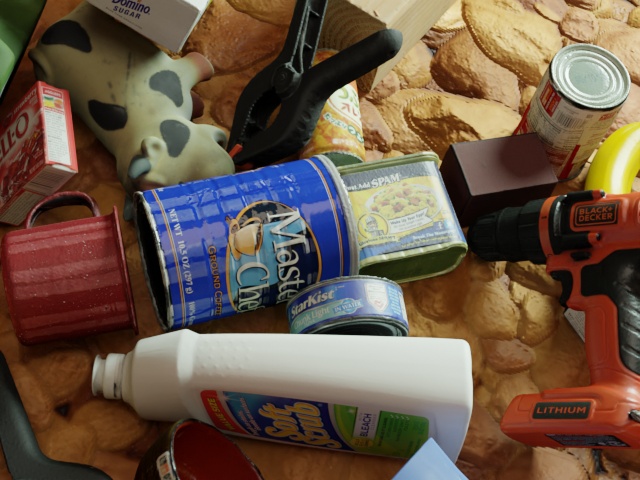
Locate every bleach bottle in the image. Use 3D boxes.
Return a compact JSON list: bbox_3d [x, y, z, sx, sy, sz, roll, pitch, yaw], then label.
[{"bbox_3d":[-0.028,0.104,0.731,0.251,0.102,0.068,3,53,0],"label":"bleach bottle"}]

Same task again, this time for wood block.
[{"bbox_3d":[0.072,-0.239,0.941,0.091,0.090,0.205,35,61,12],"label":"wood block"}]

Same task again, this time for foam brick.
[{"bbox_3d":[0.142,-0.049,0.863,0.078,0.053,0.051,-9,62,-15],"label":"foam brick"}]

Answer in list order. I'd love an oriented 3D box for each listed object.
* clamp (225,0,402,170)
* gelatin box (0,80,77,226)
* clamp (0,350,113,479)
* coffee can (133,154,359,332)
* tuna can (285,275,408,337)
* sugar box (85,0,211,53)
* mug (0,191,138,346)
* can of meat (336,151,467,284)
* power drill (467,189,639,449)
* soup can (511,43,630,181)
[{"bbox_3d":[-0.010,-0.120,0.825,0.039,0.171,0.120,20,14,-41],"label":"clamp"},{"bbox_3d":[-0.218,-0.063,0.792,0.030,0.089,0.073,15,53,-42],"label":"gelatin box"},{"bbox_3d":[-0.201,0.178,0.683,0.210,0.036,0.164,34,62,15],"label":"clamp"},{"bbox_3d":[-0.055,0.001,0.772,0.140,0.103,0.103,-12,63,-16],"label":"coffee can"},{"bbox_3d":[0.019,0.059,0.761,0.086,0.086,0.034,-3,62,-11],"label":"tuna can"},{"bbox_3d":[-0.132,-0.209,0.853,0.093,0.048,0.176,30,24,-10],"label":"sugar box"},{"bbox_3d":[-0.178,0.017,0.751,0.081,0.093,0.117,-10,66,-10],"label":"mug"},{"bbox_3d":[0.055,-0.014,0.826,0.102,0.057,0.084,-11,65,-15],"label":"can of meat"},{"bbox_3d":[0.179,0.053,0.774,0.057,0.185,0.187,28,64,-44],"label":"power drill"},{"bbox_3d":[0.204,-0.104,0.876,0.068,0.102,0.068,4,60,-7],"label":"soup can"}]
